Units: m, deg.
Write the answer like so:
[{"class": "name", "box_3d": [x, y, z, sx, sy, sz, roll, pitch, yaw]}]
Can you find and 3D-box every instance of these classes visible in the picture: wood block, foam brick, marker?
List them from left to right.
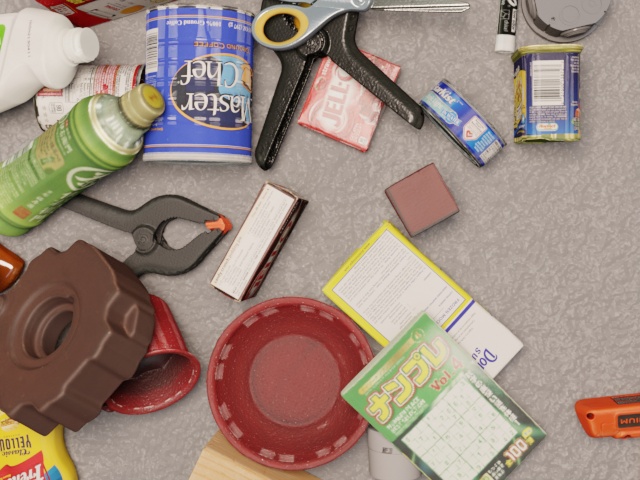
[{"class": "wood block", "box_3d": [-0.030, 0.270, 1.009, 0.206, 0.091, 0.090, 26, 93, 4]}, {"class": "foam brick", "box_3d": [0.094, -0.037, 0.998, 0.051, 0.078, 0.053, -29, 91, 4]}, {"class": "marker", "box_3d": [0.181, -0.239, 1.014, 0.020, 0.020, 0.121, 5, 92, 4]}]

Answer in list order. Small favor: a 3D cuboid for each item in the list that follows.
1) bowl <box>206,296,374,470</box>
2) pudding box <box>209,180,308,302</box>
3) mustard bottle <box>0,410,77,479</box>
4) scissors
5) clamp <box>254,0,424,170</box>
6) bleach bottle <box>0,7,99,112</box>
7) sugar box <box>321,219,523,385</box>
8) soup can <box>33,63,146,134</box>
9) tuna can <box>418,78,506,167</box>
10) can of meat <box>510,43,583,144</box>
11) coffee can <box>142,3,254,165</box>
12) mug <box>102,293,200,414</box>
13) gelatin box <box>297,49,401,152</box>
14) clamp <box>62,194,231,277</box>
[{"class": "bowl", "box_3d": [-0.026, 0.135, 1.018, 0.162, 0.055, 0.162, 0, 85, 1]}, {"class": "pudding box", "box_3d": [-0.057, 0.001, 1.005, 0.039, 0.090, 0.113, 28, 93, 4]}, {"class": "mustard bottle", "box_3d": [-0.289, 0.228, 1.046, 0.096, 0.058, 0.191, -8, 91, 0]}, {"class": "scissors", "box_3d": [0.023, -0.199, 0.959, 0.202, 0.016, 0.096, 21, 93, 10]}, {"class": "clamp", "box_3d": [0.007, -0.178, 0.988, 0.165, 0.036, 0.210, -7, 90, 16]}, {"class": "bleach bottle", "box_3d": [-0.315, -0.154, 0.992, 0.251, 0.068, 0.102, -5, 85, 26]}, {"class": "sugar box", "box_3d": [0.097, 0.072, 1.017, 0.176, 0.048, 0.093, 43, 95, -1]}, {"class": "soup can", "box_3d": [-0.216, -0.136, 1.026, 0.102, 0.068, 0.068, 1, 92, 5]}, {"class": "tuna can", "box_3d": [0.131, -0.108, 0.989, 0.034, 0.086, 0.086, -44, 88, 5]}, {"class": "can of meat", "box_3d": [0.206, -0.131, 0.975, 0.057, 0.102, 0.084, 0, 93, 4]}, {"class": "coffee can", "box_3d": [-0.114, -0.142, 0.999, 0.103, 0.103, 0.140, 1, 91, 5]}, {"class": "mug", "box_3d": [-0.177, 0.112, 1.012, 0.117, 0.093, 0.081, -47, 49, 22]}, {"class": "gelatin box", "box_3d": [0.027, -0.138, 1.024, 0.073, 0.030, 0.089, 23, 93, 4]}, {"class": "clamp", "box_3d": [-0.175, -0.009, 1.041, 0.171, 0.039, 0.120, -20, 95, 8]}]
